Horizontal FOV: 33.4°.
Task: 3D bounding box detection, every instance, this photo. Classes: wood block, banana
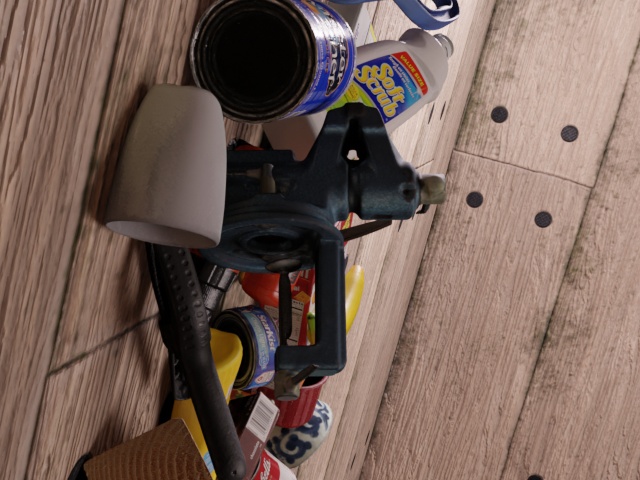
[{"bbox_3d":[-0.133,0.248,0.940,0.090,0.090,0.206,-24,152,-13],"label":"wood block"},{"bbox_3d":[0.021,0.091,1.309,0.197,0.037,0.070,-46,150,-67],"label":"banana"}]

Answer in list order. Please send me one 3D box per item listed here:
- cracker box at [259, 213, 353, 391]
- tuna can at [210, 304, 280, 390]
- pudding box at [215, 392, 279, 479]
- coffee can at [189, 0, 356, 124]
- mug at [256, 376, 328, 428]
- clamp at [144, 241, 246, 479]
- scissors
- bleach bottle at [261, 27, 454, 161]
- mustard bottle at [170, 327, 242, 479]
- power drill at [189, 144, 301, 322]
[{"bbox_3d":[-0.024,0.061,1.333,0.164,0.072,0.214,-58,161,-54],"label":"cracker box"},{"bbox_3d":[-0.078,0.110,1.095,0.033,0.086,0.086,-6,118,-39],"label":"tuna can"},{"bbox_3d":[-0.102,0.225,1.157,0.090,0.039,0.113,-20,-148,43],"label":"pudding box"},{"bbox_3d":[-0.034,-0.149,0.870,0.140,0.103,0.103,-34,140,-73],"label":"coffee can"},{"bbox_3d":[-0.042,0.185,1.416,0.117,0.093,0.082,-98,-161,-53],"label":"mug"},{"bbox_3d":[-0.111,0.075,0.869,0.165,0.036,0.210,-153,-131,-67],"label":"clamp"},{"bbox_3d":[-0.007,-0.009,1.123,0.016,0.202,0.096,41,34,-34],"label":"scissors"},{"bbox_3d":[0.049,-0.154,1.053,0.250,0.068,0.102,-38,108,-39],"label":"bleach bottle"},{"bbox_3d":[-0.123,0.189,1.061,0.096,0.058,0.192,-70,173,-68],"label":"mustard bottle"},{"bbox_3d":[-0.070,0.015,1.014,0.184,0.057,0.187,-64,163,-3],"label":"power drill"}]
